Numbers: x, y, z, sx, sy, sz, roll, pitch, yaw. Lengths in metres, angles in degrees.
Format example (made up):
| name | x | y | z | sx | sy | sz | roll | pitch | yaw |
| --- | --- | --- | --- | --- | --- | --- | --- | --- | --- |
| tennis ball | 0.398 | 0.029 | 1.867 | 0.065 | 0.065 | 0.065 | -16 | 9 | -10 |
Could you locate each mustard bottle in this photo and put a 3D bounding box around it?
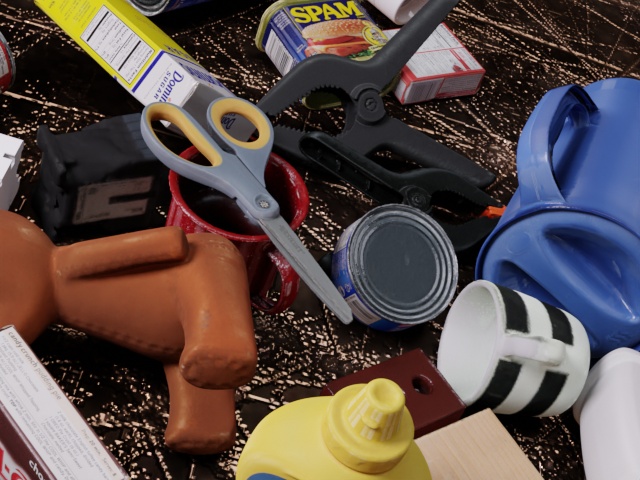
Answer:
| name | x | y | z | sx | sy | sz | roll | pitch | yaw |
| --- | --- | --- | --- | --- | --- | --- | --- | --- | --- |
| mustard bottle | 0.003 | 0.130 | 0.528 | 0.096 | 0.192 | 0.058 | 27 | 44 | 5 |

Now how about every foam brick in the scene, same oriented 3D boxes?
| name | x | y | z | sx | sy | sz | roll | pitch | yaw |
| --- | --- | --- | --- | --- | --- | --- | --- | --- | --- |
| foam brick | 0.039 | 0.111 | 0.663 | 0.078 | 0.051 | 0.053 | -17 | 55 | -33 |

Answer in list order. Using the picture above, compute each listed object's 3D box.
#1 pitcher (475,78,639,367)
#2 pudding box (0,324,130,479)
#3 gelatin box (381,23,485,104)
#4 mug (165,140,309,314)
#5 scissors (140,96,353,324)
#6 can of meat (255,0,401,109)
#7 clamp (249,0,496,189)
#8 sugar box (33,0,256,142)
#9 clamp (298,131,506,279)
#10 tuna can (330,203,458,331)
| name | x | y | z | sx | sy | sz | roll | pitch | yaw |
| --- | --- | --- | --- | --- | --- | --- | --- | --- | --- |
| pitcher | 0.208 | -0.037 | 0.811 | 0.145 | 0.149 | 0.242 | 27 | 41 | 5 |
| pudding box | -0.151 | 0.114 | 0.558 | 0.039 | 0.090 | 0.113 | -27 | 62 | -39 |
| gelatin box | 0.093 | -0.160 | 0.965 | 0.089 | 0.030 | 0.073 | -13 | 52 | -31 |
| mug | -0.055 | 0.001 | 0.712 | 0.093 | 0.082 | 0.117 | -25 | 60 | -37 |
| scissors | -0.030 | -0.032 | 0.680 | 0.202 | 0.016 | 0.096 | 39 | 46 | 17 |
| can of meat | 0.009 | -0.162 | 0.915 | 0.101 | 0.058 | 0.084 | -15 | 57 | -31 |
| clamp | 0.042 | -0.097 | 0.852 | 0.209 | 0.036 | 0.164 | -19 | 92 | -17 |
| sugar box | -0.130 | -0.136 | 0.802 | 0.176 | 0.048 | 0.093 | 40 | 8 | 27 |
| clamp | 0.060 | -0.031 | 0.812 | 0.171 | 0.039 | 0.120 | -2 | 69 | -27 |
| tuna can | 0.051 | 0.020 | 0.746 | 0.086 | 0.034 | 0.086 | 7 | 71 | -22 |
